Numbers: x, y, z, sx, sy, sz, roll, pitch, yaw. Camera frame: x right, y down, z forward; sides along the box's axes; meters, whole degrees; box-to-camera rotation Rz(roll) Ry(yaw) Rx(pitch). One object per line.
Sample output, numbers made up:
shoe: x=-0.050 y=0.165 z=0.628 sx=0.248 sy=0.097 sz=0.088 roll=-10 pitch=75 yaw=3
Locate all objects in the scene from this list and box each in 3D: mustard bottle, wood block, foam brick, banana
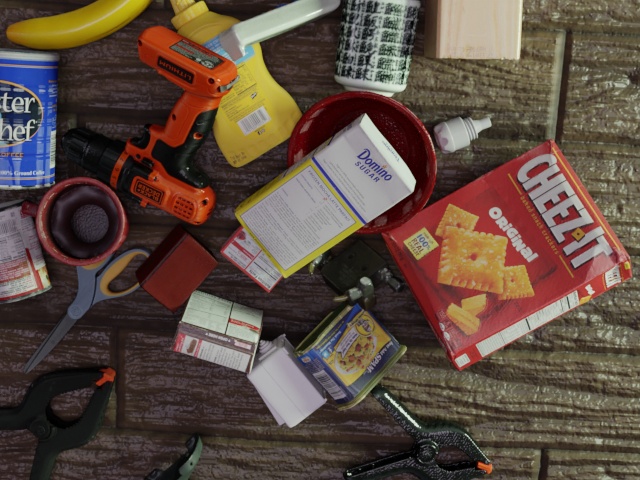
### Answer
mustard bottle: x=-0.103 y=-0.181 z=1.146 sx=0.096 sy=0.058 sz=0.191 roll=-31 pitch=100 yaw=3
wood block: x=0.161 y=-0.294 z=1.114 sx=0.090 sy=0.091 sz=0.206 roll=1 pitch=100 yaw=-2
foam brick: x=-0.159 y=0.030 z=1.179 sx=0.051 sy=0.053 sz=0.078 roll=41 pitch=91 yaw=-22
banana: x=-0.240 y=-0.251 z=1.144 sx=0.198 sy=0.037 sz=0.069 roll=-33 pitch=82 yaw=4

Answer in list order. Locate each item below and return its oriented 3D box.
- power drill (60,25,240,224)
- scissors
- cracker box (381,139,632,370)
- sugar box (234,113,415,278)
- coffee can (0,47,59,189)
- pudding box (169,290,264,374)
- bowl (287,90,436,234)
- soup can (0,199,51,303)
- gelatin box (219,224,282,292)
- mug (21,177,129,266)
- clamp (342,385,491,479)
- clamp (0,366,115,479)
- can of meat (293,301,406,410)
power drill: x=-0.176 y=-0.126 z=1.125 sx=0.184 sy=0.057 sz=0.188 roll=26 pitch=122 yaw=5
scissors: x=-0.282 y=0.059 z=1.209 sx=0.202 sy=0.016 sz=0.096 roll=-34 pitch=97 yaw=4
cracker box: x=0.197 y=0.015 z=1.145 sx=0.214 sy=0.072 sz=0.164 roll=-30 pitch=65 yaw=5
sugar box: x=0.004 y=-0.046 z=1.126 sx=0.176 sy=0.048 sz=0.093 roll=-34 pitch=103 yaw=20
coffee can: x=-0.331 y=-0.131 z=1.129 sx=0.103 sy=0.103 sz=0.140 roll=4 pitch=101 yaw=-2
pudding box: x=-0.111 y=0.098 z=1.171 sx=0.090 sy=0.113 sz=0.039 roll=17 pitch=104 yaw=-4
bowl: x=0.048 y=-0.090 z=1.152 sx=0.162 sy=0.055 sz=0.162 roll=5 pitch=115 yaw=11
soup can: x=-0.342 y=0.012 z=1.173 sx=0.068 sy=0.068 sz=0.102 roll=-13 pitch=100 yaw=1
gelatin box: x=-0.058 y=0.002 z=1.196 sx=0.073 sy=0.030 sz=0.089 roll=40 pitch=98 yaw=-9
mug: x=-0.263 y=-0.022 z=1.149 sx=0.117 sy=0.081 sz=0.093 roll=11 pitch=90 yaw=-1
clamp: x=0.117 y=0.232 z=1.238 sx=0.171 sy=0.039 sz=0.120 roll=6 pitch=105 yaw=-8
clamp: x=-0.316 y=0.223 z=1.229 sx=0.210 sy=0.036 sz=0.164 roll=-31 pitch=99 yaw=4
can of meat: x=0.032 y=0.124 z=1.192 sx=0.084 sy=0.058 sz=0.102 roll=49 pitch=63 yaw=-6
